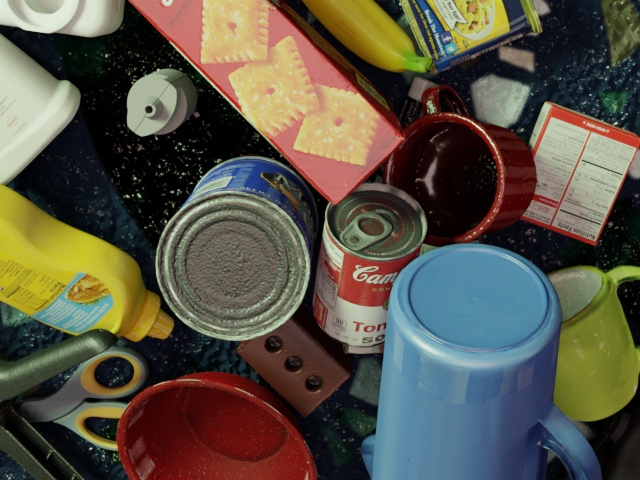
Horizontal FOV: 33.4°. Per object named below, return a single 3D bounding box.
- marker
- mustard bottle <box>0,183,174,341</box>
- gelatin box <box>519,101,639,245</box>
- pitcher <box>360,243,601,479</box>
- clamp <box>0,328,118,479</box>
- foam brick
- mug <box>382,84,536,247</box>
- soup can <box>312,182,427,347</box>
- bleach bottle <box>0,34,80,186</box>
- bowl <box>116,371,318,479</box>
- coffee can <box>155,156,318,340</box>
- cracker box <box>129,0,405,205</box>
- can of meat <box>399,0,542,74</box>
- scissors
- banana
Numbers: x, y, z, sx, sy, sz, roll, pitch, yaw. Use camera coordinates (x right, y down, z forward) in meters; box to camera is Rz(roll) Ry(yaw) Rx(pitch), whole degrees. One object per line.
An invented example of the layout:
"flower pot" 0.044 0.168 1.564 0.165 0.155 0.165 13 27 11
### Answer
"marker" 0.058 -0.064 0.806 0.020 0.020 0.121 20 104 -3
"mustard bottle" -0.194 0.027 0.802 0.191 0.058 0.096 30 133 -26
"gelatin box" 0.187 -0.050 0.799 0.073 0.030 0.089 20 105 -3
"pitcher" 0.109 0.125 0.738 0.149 0.145 0.243 -7 134 -4
"clamp" -0.250 0.137 0.835 0.210 0.036 0.164 5 108 16
"foam brick" -0.019 0.088 0.830 0.078 0.051 0.053 44 102 -8
"mug" 0.100 -0.055 0.766 0.093 0.081 0.117 -21 83 31
"soup can" 0.032 0.019 0.740 0.068 0.068 0.102 8 139 0
"bleach bottle" -0.294 -0.148 0.742 0.103 0.068 0.250 -42 116 12
"bowl" -0.074 0.157 0.833 0.162 0.055 0.162 8 122 12
"coffee can" -0.055 0.001 0.765 0.103 0.140 0.103 1 104 2
"cracker box" -0.040 -0.133 0.720 0.072 0.164 0.213 -43 99 9
"can of meat" 0.099 -0.179 0.758 0.084 0.057 0.102 -23 102 9
"scissors" -0.224 0.121 0.866 0.201 0.016 0.096 12 102 0
"banana" 0.007 -0.186 0.756 0.198 0.070 0.037 47 68 2
